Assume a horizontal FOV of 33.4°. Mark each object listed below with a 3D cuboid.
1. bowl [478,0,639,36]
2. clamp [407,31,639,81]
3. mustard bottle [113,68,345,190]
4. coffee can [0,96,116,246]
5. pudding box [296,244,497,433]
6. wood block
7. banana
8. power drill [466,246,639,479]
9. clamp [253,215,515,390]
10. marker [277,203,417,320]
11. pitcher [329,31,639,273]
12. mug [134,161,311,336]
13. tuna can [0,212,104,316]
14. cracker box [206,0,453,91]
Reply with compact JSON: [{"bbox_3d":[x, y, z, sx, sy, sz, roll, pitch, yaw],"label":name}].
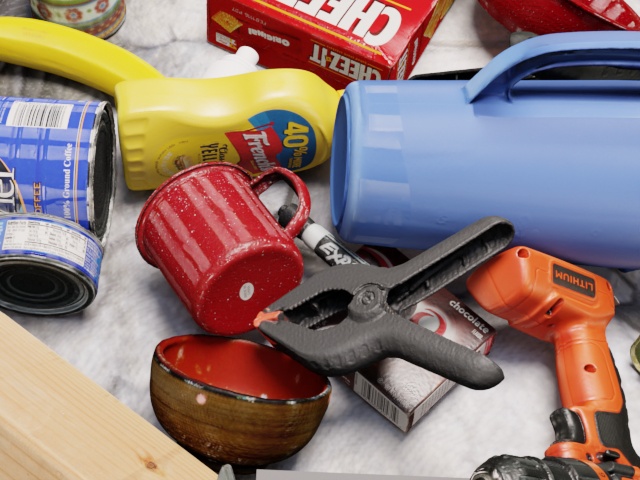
[{"bbox_3d":[0.178,-0.194,0.854,0.162,0.055,0.162,26,28,-16],"label":"bowl"},{"bbox_3d":[0.187,-0.126,0.799,0.209,0.165,0.036,-2,89,-15],"label":"clamp"},{"bbox_3d":[-0.048,-0.082,0.769,0.191,0.096,0.058,-7,59,-8],"label":"mustard bottle"},{"bbox_3d":[-0.217,-0.048,0.732,0.140,0.103,0.103,3,58,-3],"label":"coffee can"},{"bbox_3d":[0.047,0.061,0.720,0.114,0.039,0.090,41,64,20],"label":"pudding box"},{"bbox_3d":[-0.157,0.134,0.611,0.206,0.090,0.090,33,17,16],"label":"wood block"},{"bbox_3d":[-0.190,-0.134,0.820,0.198,0.037,0.069,16,43,-1],"label":"banana"},{"bbox_3d":[0.145,0.099,0.652,0.184,0.057,0.187,21,48,-37],"label":"power drill"},{"bbox_3d":[0.043,0.037,0.659,0.172,0.039,0.120,-1,45,30],"label":"clamp"},{"bbox_3d":[0.015,0.013,0.717,0.020,0.020,0.121,-38,61,-24],"label":"marker"},{"bbox_3d":[0.133,-0.056,0.710,0.242,0.145,0.149,2,88,-6],"label":"pitcher"},{"bbox_3d":[-0.055,0.001,0.703,0.117,0.093,0.082,-40,52,0],"label":"mug"},{"bbox_3d":[-0.188,0.017,0.703,0.086,0.086,0.033,3,60,-2],"label":"tuna can"},{"bbox_3d":[0.028,-0.225,0.878,0.164,0.072,0.213,25,60,11],"label":"cracker box"}]
